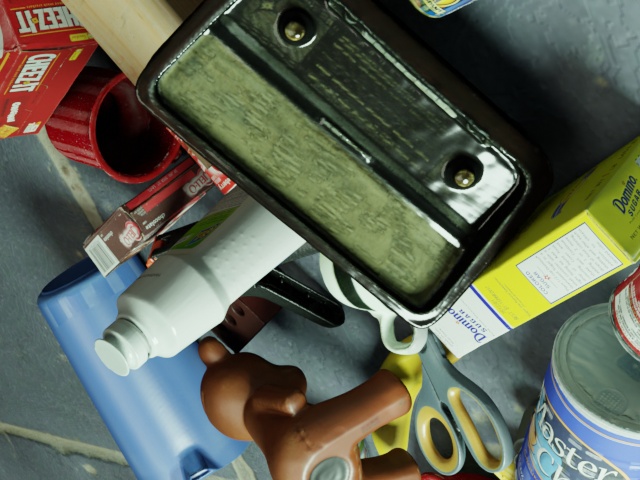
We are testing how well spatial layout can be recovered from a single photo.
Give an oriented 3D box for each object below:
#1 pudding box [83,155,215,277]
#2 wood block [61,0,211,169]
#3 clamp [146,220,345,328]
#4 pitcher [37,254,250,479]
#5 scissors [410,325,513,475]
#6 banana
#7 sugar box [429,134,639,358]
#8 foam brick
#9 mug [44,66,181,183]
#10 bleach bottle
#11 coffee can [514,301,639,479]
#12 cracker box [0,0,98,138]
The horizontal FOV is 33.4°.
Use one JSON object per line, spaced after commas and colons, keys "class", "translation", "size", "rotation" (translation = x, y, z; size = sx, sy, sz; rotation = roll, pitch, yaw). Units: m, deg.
{"class": "pudding box", "translation": [-0.150, -0.021, 0.928], "size": [0.039, 0.089, 0.114], "rotation": [53, 146, -5]}
{"class": "wood block", "translation": [-0.100, -0.165, 0.733], "size": [0.206, 0.090, 0.090], "rotation": [50, 144, -4]}
{"class": "clamp", "translation": [-0.052, 0.013, 0.861], "size": [0.171, 0.039, 0.120], "rotation": [12, 131, -5]}
{"class": "pitcher", "translation": [-0.182, 0.129, 1.092], "size": [0.149, 0.144, 0.243], "rotation": [-17, 108, 39]}
{"class": "scissors", "translation": [0.075, 0.093, 0.810], "size": [0.202, 0.016, 0.096], "rotation": [57, 138, 20]}
{"class": "banana", "translation": [0.075, 0.125, 0.880], "size": [0.070, 0.037, 0.198], "rotation": [38, 139, 25]}
{"class": "sugar box", "translation": [0.139, 0.005, 0.651], "size": [0.048, 0.093, 0.177], "rotation": [49, 145, -2]}
{"class": "foam brick", "translation": [-0.065, 0.055, 0.948], "size": [0.053, 0.051, 0.078], "rotation": [44, 145, 3]}
{"class": "mug", "translation": [-0.166, -0.096, 0.886], "size": [0.082, 0.093, 0.117], "rotation": [16, 172, 42]}
{"class": "bleach bottle", "translation": [-0.055, 0.001, 0.710], "size": [0.068, 0.250, 0.103], "rotation": [53, 145, -10]}
{"class": "coffee can", "translation": [0.191, 0.124, 0.705], "size": [0.103, 0.102, 0.140], "rotation": [30, 142, 23]}
{"class": "cracker box", "translation": [-0.258, -0.204, 0.815], "size": [0.164, 0.071, 0.214], "rotation": [-34, 75, 54]}
